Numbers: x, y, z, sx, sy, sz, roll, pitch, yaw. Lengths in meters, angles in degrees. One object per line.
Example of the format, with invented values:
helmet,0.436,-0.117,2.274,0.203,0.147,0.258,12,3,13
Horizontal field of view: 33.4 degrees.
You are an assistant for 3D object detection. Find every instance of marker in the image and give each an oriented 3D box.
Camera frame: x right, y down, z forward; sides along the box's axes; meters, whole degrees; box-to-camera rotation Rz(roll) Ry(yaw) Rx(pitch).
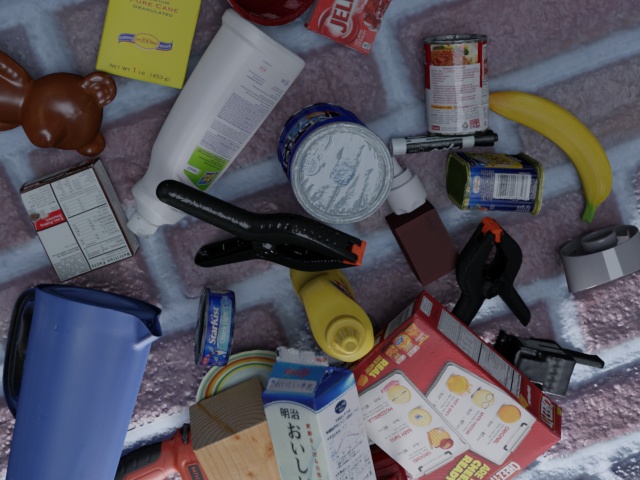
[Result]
marker,0.137,-0.109,1.183,0.121,0.020,0.020,-6,106,-6

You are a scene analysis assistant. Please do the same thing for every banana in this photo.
banana,0.267,-0.108,1.189,0.069,0.037,0.197,-45,105,-4

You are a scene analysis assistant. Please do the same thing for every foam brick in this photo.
foam brick,0.116,0.001,1.193,0.053,0.051,0.078,-28,107,-1

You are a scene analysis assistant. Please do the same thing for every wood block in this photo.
wood block,-0.065,0.273,1.208,0.090,0.091,0.206,-23,115,1

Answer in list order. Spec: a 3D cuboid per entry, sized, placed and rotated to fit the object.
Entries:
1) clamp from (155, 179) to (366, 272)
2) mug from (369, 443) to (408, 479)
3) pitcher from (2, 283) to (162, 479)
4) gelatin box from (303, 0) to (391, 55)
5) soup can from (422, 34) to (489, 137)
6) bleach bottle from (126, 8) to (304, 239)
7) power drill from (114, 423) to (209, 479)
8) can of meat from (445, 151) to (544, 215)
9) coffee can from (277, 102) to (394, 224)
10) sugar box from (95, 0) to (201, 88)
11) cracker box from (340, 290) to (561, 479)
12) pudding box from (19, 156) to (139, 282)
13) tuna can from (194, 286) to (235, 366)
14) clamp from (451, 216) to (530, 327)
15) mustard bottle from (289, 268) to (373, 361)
clamp,-0.057,0.001,1.104,0.210,0.164,0.036,12,66,8
mug,0.057,0.281,1.233,0.081,0.117,0.093,-18,82,-8
pitcher,-0.266,0.169,1.130,0.144,0.149,0.243,13,92,-19
gelatin box,0.033,-0.250,1.123,0.073,0.030,0.089,21,101,-13
soup can,0.145,-0.166,1.142,0.068,0.068,0.102,-6,107,-6
bleach bottle,-0.126,-0.110,1.110,0.251,0.068,0.102,-53,143,9
power drill,-0.210,0.302,1.228,0.187,0.057,0.184,-18,107,-3
can of meat,0.187,-0.064,1.160,0.084,0.102,0.057,2,104,-6
coffee can,0.012,-0.083,1.109,0.102,0.140,0.103,-2,106,-7
sugar box,-0.167,-0.251,1.088,0.093,0.048,0.176,11,105,-11
cracker box,0.136,0.182,1.195,0.213,0.072,0.164,40,119,-6
pudding box,-0.257,-0.022,1.138,0.090,0.039,0.113,-20,109,5
tuna can,-0.116,0.095,1.170,0.033,0.086,0.086,7,104,-11
clamp,0.195,0.048,1.196,0.120,0.039,0.171,-13,131,-27
mustard bottle,0.015,0.077,1.127,0.058,0.192,0.096,-33,107,2
